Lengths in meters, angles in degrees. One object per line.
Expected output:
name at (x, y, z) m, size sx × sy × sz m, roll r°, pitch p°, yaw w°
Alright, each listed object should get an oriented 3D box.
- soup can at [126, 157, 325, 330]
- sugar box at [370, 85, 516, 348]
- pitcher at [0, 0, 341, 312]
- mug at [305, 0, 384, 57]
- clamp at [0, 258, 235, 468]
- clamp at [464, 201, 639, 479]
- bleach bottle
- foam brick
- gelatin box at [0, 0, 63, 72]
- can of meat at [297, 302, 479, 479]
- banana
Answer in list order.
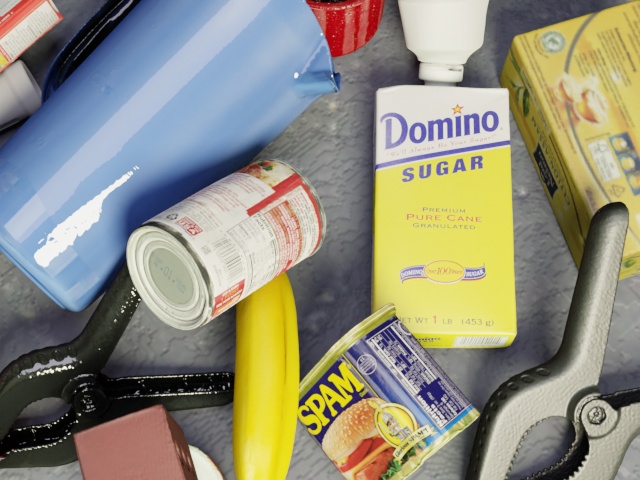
soup can at (-0.054, 0.001, 0.626) m, size 0.068 × 0.069 × 0.102 m, roll 44°, pitch 47°, yaw 14°
sugar box at (0.080, -0.017, 0.712) m, size 0.093 × 0.048 × 0.176 m, roll 1°, pitch 72°, yaw 1°
pitcher at (-0.118, -0.078, 0.699) m, size 0.242 × 0.149 × 0.145 m, roll -46°, pitch 105°, yaw -11°
mug at (-0.004, -0.189, 0.753) m, size 0.117 × 0.081 × 0.093 m, roll 37°, pitch 75°, yaw 12°
clamp at (-0.143, 0.080, 0.658) m, size 0.171 × 0.039 × 0.120 m, roll -23°, pitch 110°, yaw -7°
clamp at (0.174, 0.104, 0.656) m, size 0.164 × 0.036 × 0.210 m, roll 37°, pitch 93°, yaw -10°
bleach bottle at (0.096, -0.229, 0.735) m, size 0.068 × 0.102 × 0.251 m, roll 11°, pitch 104°, yaw 32°
foam brick at (-0.098, 0.129, 0.590) m, size 0.051 × 0.078 × 0.053 m, roll -18°, pitch 71°, yaw -5°
gelatin box at (-0.235, -0.155, 0.753) m, size 0.073 × 0.030 × 0.089 m, roll -45°, pitch 47°, yaw -14°
can of meat at (0.035, 0.101, 0.644) m, size 0.057 × 0.102 × 0.084 m, roll -29°, pitch 74°, yaw -43°
banana at (-0.038, 0.075, 0.652) m, size 0.037 × 0.070 × 0.198 m, roll 14°, pitch 58°, yaw -22°
